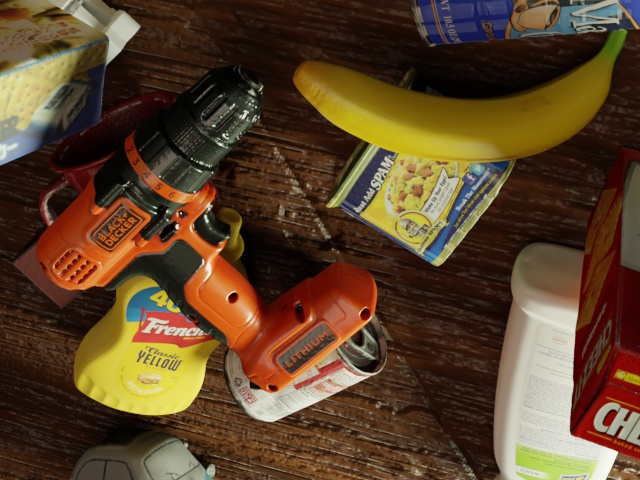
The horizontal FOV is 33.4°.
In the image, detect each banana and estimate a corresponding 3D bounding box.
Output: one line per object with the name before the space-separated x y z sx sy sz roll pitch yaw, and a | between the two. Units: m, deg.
banana | 0.084 -0.078 0.615 0.197 0.037 0.069 -8 86 -10

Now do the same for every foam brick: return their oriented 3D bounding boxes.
foam brick | -0.176 0.002 0.783 0.078 0.053 0.051 -35 106 31

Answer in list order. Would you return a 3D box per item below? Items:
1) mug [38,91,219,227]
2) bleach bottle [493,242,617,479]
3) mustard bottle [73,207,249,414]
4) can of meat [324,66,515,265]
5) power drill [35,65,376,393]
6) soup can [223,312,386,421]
mug | -0.130 -0.036 0.716 0.117 0.093 0.081 -29 118 -3
bleach bottle | 0.161 0.125 0.750 0.102 0.068 0.251 14 126 9
mustard bottle | -0.105 0.049 0.781 0.096 0.058 0.192 18 127 -22
can of meat | 0.065 -0.044 0.676 0.084 0.057 0.102 31 125 -5
power drill | -0.054 0.001 0.664 0.187 0.057 0.185 39 117 -23
soup can | -0.012 0.084 0.773 0.102 0.068 0.068 -30 109 31
